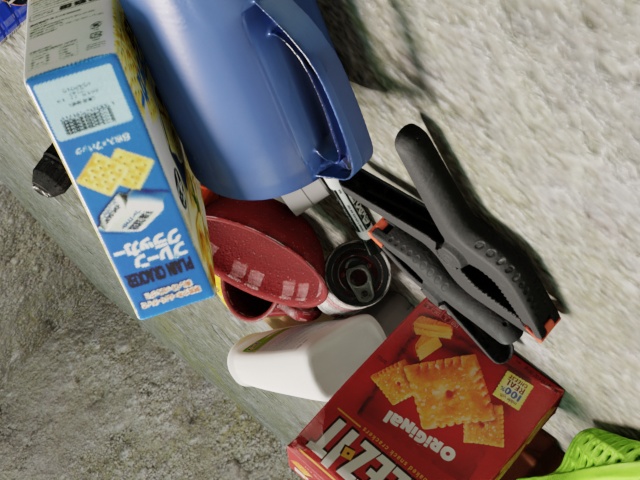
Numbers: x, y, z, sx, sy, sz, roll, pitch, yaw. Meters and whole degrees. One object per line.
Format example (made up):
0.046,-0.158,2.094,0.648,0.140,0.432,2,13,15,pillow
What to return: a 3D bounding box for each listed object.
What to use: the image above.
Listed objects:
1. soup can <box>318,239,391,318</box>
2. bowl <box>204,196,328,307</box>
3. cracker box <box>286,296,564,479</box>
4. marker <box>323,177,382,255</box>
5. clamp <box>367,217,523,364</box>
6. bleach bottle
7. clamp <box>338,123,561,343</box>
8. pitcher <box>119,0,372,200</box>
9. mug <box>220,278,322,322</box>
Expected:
0.029,0.042,1.099,0.068,0.068,0.102,43,166,1,soup can
-0.057,0.001,1.038,0.162,0.055,0.162,21,156,10,bowl
0.098,0.177,1.005,0.164,0.213,0.072,38,159,21,cracker box
0.033,-0.026,0.996,0.020,0.020,0.121,30,161,42,marker
0.114,0.045,0.945,0.172,0.039,0.120,45,167,24,clamp
-0.030,0.126,1.170,0.251,0.102,0.068,-8,107,62,bleach bottle
0.104,-0.001,0.842,0.210,0.036,0.165,46,165,-12,clamp
-0.055,-0.143,0.698,0.149,0.145,0.242,-8,143,11,pitcher
-0.042,0.049,1.172,0.081,0.093,0.117,2,-149,-49,mug
